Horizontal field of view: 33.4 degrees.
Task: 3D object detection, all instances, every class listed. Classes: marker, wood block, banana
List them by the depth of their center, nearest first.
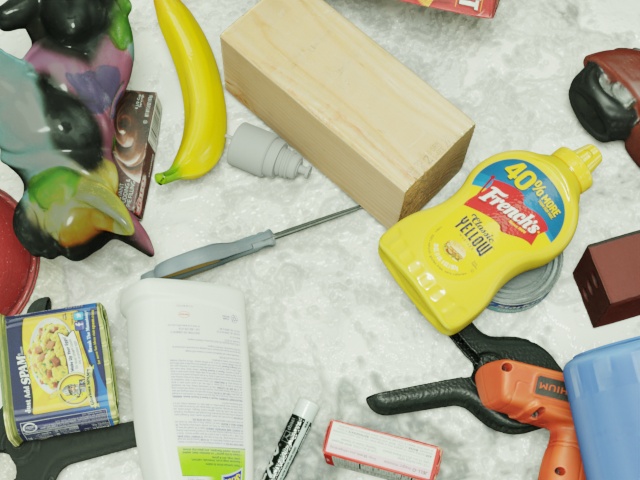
[{"bbox_3d":[-0.035,0.184,0.856,0.020,0.020,0.121,24,75,10],"label":"marker"},{"bbox_3d":[0.020,-0.115,0.906,0.206,0.091,0.090,42,73,15],"label":"wood block"},{"bbox_3d":[-0.114,-0.131,0.938,0.037,0.069,0.198,-22,61,32],"label":"banana"}]

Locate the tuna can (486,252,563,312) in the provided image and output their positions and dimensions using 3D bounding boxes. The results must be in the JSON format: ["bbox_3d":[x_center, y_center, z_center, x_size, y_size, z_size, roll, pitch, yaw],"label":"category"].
[{"bbox_3d":[0.157,0.017,0.889,0.086,0.034,0.086,-1,72,3],"label":"tuna can"}]

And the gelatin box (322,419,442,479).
[{"bbox_3d":[0.048,0.166,0.828,0.089,0.073,0.030,13,74,7],"label":"gelatin box"}]

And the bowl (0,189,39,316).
[{"bbox_3d":[-0.325,0.014,0.908,0.162,0.055,0.162,-1,72,3],"label":"bowl"}]

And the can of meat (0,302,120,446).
[{"bbox_3d":[-0.205,0.103,0.840,0.084,0.057,0.102,-9,68,-9],"label":"can of meat"}]

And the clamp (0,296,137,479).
[{"bbox_3d":[-0.244,0.157,0.867,0.210,0.036,0.165,-40,73,-13],"label":"clamp"}]

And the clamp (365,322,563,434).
[{"bbox_3d":[0.124,0.115,0.858,0.171,0.039,0.120,28,77,11],"label":"clamp"}]

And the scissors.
[{"bbox_3d":[-0.056,0.001,0.880,0.201,0.096,0.016,-21,86,0],"label":"scissors"}]

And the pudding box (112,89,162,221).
[{"bbox_3d":[-0.192,-0.077,0.936,0.090,0.039,0.113,6,72,6],"label":"pudding box"}]

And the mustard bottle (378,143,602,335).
[{"bbox_3d":[0.147,-0.016,0.851,0.191,0.058,0.096,-36,74,-8],"label":"mustard bottle"}]

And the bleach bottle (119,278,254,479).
[{"bbox_3d":[-0.101,0.158,0.823,0.102,0.068,0.251,7,65,-26],"label":"bleach bottle"}]

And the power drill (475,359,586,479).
[{"bbox_3d":[0.142,0.185,0.769,0.184,0.057,0.187,15,69,-15],"label":"power drill"}]
